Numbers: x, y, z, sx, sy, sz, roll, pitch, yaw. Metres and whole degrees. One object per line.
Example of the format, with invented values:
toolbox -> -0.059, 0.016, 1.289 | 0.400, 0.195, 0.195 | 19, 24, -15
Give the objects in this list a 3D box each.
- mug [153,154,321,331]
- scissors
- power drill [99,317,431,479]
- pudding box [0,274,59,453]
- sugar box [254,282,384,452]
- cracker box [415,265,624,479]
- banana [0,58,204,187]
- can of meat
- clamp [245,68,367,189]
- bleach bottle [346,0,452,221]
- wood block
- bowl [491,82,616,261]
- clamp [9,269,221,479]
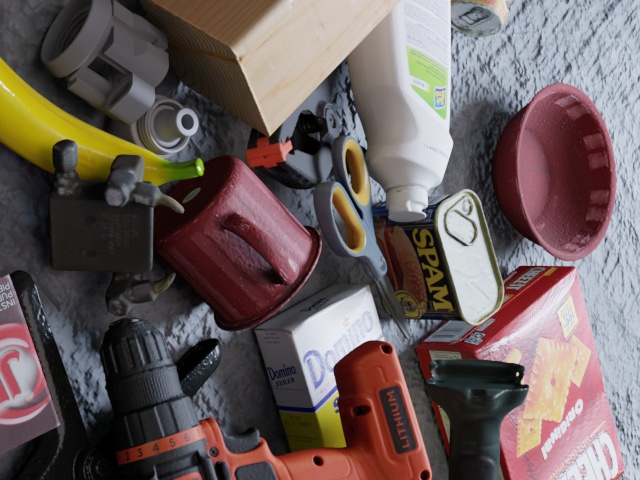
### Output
mug -> -0.055, 0.001, 0.689 | 0.093, 0.117, 0.081 | -48, 117, -11
scissors -> 0.038, -0.003, 0.786 | 0.201, 0.016, 0.096 | 48, 43, -58
power drill -> -0.034, 0.120, 0.662 | 0.187, 0.057, 0.184 | -14, 85, -26
pudding box -> -0.204, 0.077, 0.557 | 0.113, 0.039, 0.090 | -24, 104, -33
sugar box -> 0.018, 0.129, 0.797 | 0.093, 0.048, 0.176 | -28, 109, -43
cracker box -> 0.183, 0.150, 0.937 | 0.163, 0.072, 0.213 | -31, 110, -40
banana -> -0.163, -0.077, 0.620 | 0.197, 0.070, 0.037 | 31, 32, -33
can of meat -> 0.087, 0.014, 0.842 | 0.057, 0.084, 0.102 | -30, 109, -40
clamp -> -0.007, -0.093, 0.764 | 0.171, 0.039, 0.120 | -27, 99, -65
bleach bottle -> 0.056, -0.140, 0.806 | 0.102, 0.068, 0.251 | 15, 69, -45
wood block -> -0.007, -0.182, 0.700 | 0.206, 0.091, 0.090 | -47, 150, -15
bowl -> 0.206, -0.061, 0.980 | 0.161, 0.055, 0.162 | 3, 86, -44
clamp -> -0.148, 0.129, 0.643 | 0.164, 0.036, 0.210 | 32, 63, -37
